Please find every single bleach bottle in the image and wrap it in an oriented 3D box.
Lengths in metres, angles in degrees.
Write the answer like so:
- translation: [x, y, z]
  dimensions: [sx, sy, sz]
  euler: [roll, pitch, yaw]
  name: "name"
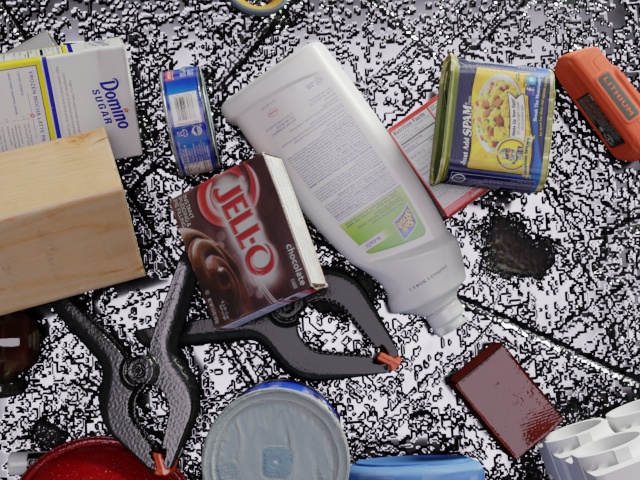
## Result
- translation: [0.030, -0.030, 0.856]
  dimensions: [0.102, 0.068, 0.251]
  euler: [-33, 90, 10]
  name: "bleach bottle"

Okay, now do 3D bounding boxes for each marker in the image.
- translation: [-0.189, 0.177, 0.860]
  dimensions: [0.121, 0.020, 0.020]
  euler: [-3, 85, 0]
  name: "marker"

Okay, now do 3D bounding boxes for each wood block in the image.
- translation: [-0.248, -0.003, 0.806]
  dimensions: [0.206, 0.091, 0.090]
  euler: [-15, 129, -10]
  name: "wood block"

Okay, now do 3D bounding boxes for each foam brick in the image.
- translation: [0.146, 0.127, 0.848]
  dimensions: [0.051, 0.053, 0.078]
  euler: [-39, 87, -3]
  name: "foam brick"

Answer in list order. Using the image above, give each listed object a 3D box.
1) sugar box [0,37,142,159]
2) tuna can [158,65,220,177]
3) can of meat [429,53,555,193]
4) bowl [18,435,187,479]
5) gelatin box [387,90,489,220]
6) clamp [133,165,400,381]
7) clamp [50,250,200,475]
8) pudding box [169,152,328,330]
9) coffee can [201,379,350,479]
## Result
- translation: [-0.235, -0.100, 0.840]
  dimensions: [0.176, 0.048, 0.093]
  euler: [-11, 113, -15]
  name: "sugar box"
- translation: [-0.103, -0.095, 0.849]
  dimensions: [0.033, 0.086, 0.086]
  euler: [-11, 85, -3]
  name: "tuna can"
- translation: [0.134, -0.089, 0.832]
  dimensions: [0.084, 0.057, 0.102]
  euler: [6, 86, -1]
  name: "can of meat"
- translation: [-0.172, 0.236, 0.826]
  dimensions: [0.162, 0.055, 0.162]
  euler: [0, 94, -1]
  name: "bowl"
- translation: [0.107, -0.074, 0.876]
  dimensions: [0.073, 0.030, 0.089]
  euler: [-35, 86, -2]
  name: "gelatin box"
- translation: [-0.027, 0.042, 0.862]
  dimensions: [0.210, 0.036, 0.164]
  euler: [21, 86, 5]
  name: "clamp"
- translation: [-0.148, 0.098, 0.832]
  dimensions: [0.120, 0.039, 0.171]
  euler: [-7, 79, 11]
  name: "clamp"
- translation: [-0.055, 0.001, 0.820]
  dimensions: [0.090, 0.039, 0.113]
  euler: [-25, 80, 22]
  name: "pudding box"
- translation: [-0.031, 0.158, 0.801]
  dimensions: [0.103, 0.140, 0.103]
  euler: [0, 85, 0]
  name: "coffee can"
